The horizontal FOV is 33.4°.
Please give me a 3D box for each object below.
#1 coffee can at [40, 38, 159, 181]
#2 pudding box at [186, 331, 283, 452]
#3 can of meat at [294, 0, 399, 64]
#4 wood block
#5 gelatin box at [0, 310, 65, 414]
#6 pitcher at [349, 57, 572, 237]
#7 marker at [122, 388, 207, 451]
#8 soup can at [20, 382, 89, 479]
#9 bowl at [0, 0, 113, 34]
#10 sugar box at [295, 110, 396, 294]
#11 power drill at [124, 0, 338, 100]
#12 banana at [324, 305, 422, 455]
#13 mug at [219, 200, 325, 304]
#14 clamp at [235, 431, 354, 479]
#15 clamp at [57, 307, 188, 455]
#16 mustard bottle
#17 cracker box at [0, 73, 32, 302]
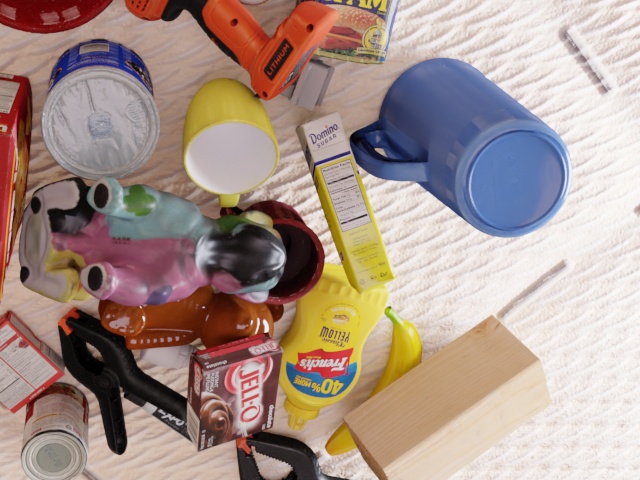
[{"bbox_3d":[-0.204,-0.124,0.992,0.102,0.140,0.103,-4,111,-10],"label":"coffee can"},{"bbox_3d":[-0.090,0.154,1.091,0.089,0.039,0.113,-13,132,-27],"label":"pudding box"},{"bbox_3d":[0.024,-0.223,1.045,0.102,0.057,0.084,8,111,-14],"label":"can of meat"},{"bbox_3d":[0.141,0.189,1.179,0.206,0.091,0.090,-33,134,-10],"label":"wood block"},{"bbox_3d":[-0.326,0.128,1.126,0.073,0.030,0.089,-38,113,6],"label":"gelatin box"},{"bbox_3d":[0.135,-0.086,1.018,0.145,0.243,0.149,34,100,-19],"label":"pitcher"},{"bbox_3d":[-0.171,0.196,1.189,0.121,0.020,0.020,39,99,-22],"label":"marker"},{"bbox_3d":[-0.279,0.204,1.125,0.068,0.102,0.068,-4,112,-10],"label":"soup can"},{"bbox_3d":[-0.254,-0.272,0.963,0.162,0.055,0.162,-8,121,-14],"label":"bowl"},{"bbox_3d":[0.023,-0.038,1.069,0.048,0.093,0.176,-22,94,-4],"label":"sugar box"},{"bbox_3d":[-0.077,-0.232,0.959,0.187,0.057,0.185,41,132,4],"label":"power drill"},{"bbox_3d":[0.069,0.166,1.217,0.069,0.037,0.198,19,106,-9],"label":"banana"},{"bbox_3d":[-0.057,0.001,1.102,0.117,0.081,0.093,35,101,-21],"label":"mug"},{"bbox_3d":[-0.018,0.287,1.245,0.164,0.036,0.210,-34,113,3],"label":"clamp"},{"bbox_3d":[-0.225,0.152,1.138,0.120,0.039,0.171,-40,94,23],"label":"clamp"},{"bbox_3d":[0.001,0.123,1.173,0.096,0.058,0.192,14,108,-16],"label":"mustard bottle"},{"bbox_3d":[-0.305,-0.050,0.961,0.072,0.214,0.164,5,110,-13],"label":"cracker box"}]
